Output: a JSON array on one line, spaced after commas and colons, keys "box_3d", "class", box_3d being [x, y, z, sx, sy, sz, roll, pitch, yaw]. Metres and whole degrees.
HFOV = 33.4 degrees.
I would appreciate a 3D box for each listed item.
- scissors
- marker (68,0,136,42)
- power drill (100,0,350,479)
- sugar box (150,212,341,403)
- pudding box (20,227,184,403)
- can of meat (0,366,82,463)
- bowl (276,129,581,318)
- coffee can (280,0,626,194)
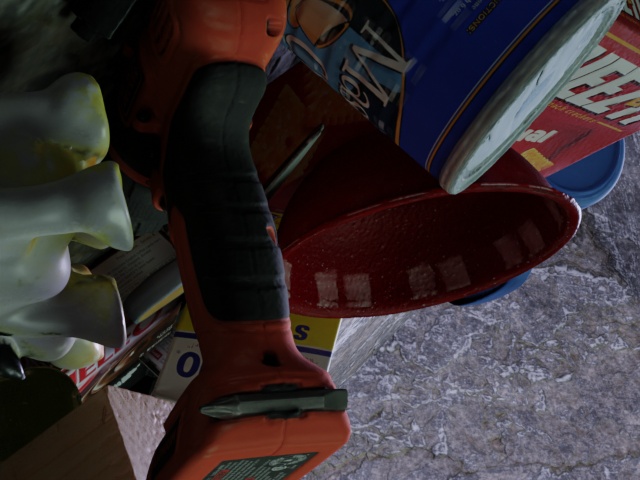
[{"box_3d": [-0.053, 0.001, 0.520, 0.096, 0.016, 0.202, -34, 175, -15], "class": "scissors"}, {"box_3d": [-0.047, -0.119, 0.372, 0.121, 0.020, 0.020, -49, 170, 9], "class": "marker"}, {"box_3d": [-0.051, 0.009, 0.424, 0.057, 0.187, 0.185, -3, 156, -23], "class": "power drill"}, {"box_3d": [-0.034, 0.041, 0.640, 0.048, 0.093, 0.176, 114, -7, -52], "class": "sugar box"}, {"box_3d": [-0.130, 0.052, 0.621, 0.113, 0.039, 0.090, -41, 167, -35], "class": "pudding box"}, {"box_3d": [-0.173, 0.112, 0.548, 0.101, 0.057, 0.084, -11, 149, -27], "class": "can of meat"}, {"box_3d": [0.044, -0.014, 0.535, 0.162, 0.055, 0.162, -11, 158, -4], "class": "bowl"}, {"box_3d": [0.035, -0.102, 0.429, 0.102, 0.140, 0.103, -46, 170, -11], "class": "coffee can"}]
